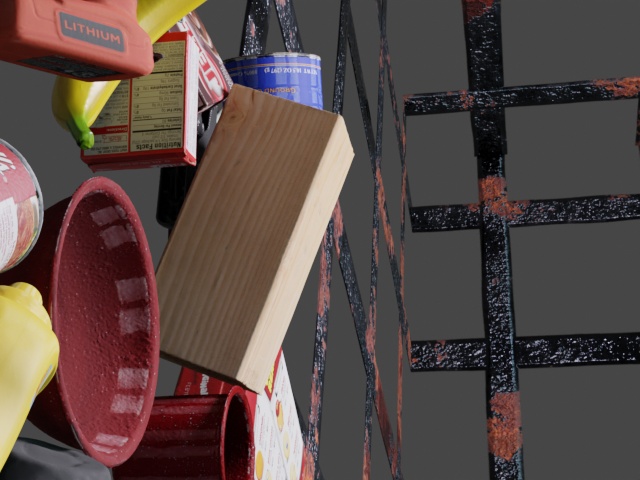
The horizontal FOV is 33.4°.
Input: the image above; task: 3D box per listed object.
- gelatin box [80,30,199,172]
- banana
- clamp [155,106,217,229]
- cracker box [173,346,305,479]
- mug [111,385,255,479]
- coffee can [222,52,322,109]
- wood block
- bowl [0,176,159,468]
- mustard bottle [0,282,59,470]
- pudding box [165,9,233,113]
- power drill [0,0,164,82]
[{"bbox_3d":[-0.120,-0.092,0.714,0.030,0.073,0.089,51,37,-73],"label":"gelatin box"},{"bbox_3d":[-0.113,-0.132,0.681,0.197,0.070,0.037,-56,153,-25],"label":"banana"},{"bbox_3d":[-0.117,-0.098,0.847,0.171,0.039,0.120,-82,165,-59],"label":"clamp"},{"bbox_3d":[-0.069,0.179,0.936,0.164,0.072,0.214,-82,164,-51],"label":"cracker box"},{"bbox_3d":[-0.097,0.159,0.743,0.093,0.081,0.117,77,14,-45],"label":"mug"},{"bbox_3d":[-0.046,-0.109,1.067,0.102,0.103,0.140,-6,93,-80],"label":"coffee can"},{"bbox_3d":[-0.055,0.001,0.808,0.090,0.091,0.206,61,48,-72],"label":"wood block"},{"bbox_3d":[-0.141,0.046,0.599,0.162,0.055,0.162,-3,90,-80],"label":"bowl"},{"bbox_3d":[-0.152,0.075,0.431,0.058,0.096,0.191,37,28,-14],"label":"mustard bottle"},{"bbox_3d":[-0.111,-0.146,0.788,0.113,0.039,0.090,61,14,-8],"label":"pudding box"},{"bbox_3d":[-0.142,-0.187,0.563,0.184,0.057,0.187,9,85,-51],"label":"power drill"}]
